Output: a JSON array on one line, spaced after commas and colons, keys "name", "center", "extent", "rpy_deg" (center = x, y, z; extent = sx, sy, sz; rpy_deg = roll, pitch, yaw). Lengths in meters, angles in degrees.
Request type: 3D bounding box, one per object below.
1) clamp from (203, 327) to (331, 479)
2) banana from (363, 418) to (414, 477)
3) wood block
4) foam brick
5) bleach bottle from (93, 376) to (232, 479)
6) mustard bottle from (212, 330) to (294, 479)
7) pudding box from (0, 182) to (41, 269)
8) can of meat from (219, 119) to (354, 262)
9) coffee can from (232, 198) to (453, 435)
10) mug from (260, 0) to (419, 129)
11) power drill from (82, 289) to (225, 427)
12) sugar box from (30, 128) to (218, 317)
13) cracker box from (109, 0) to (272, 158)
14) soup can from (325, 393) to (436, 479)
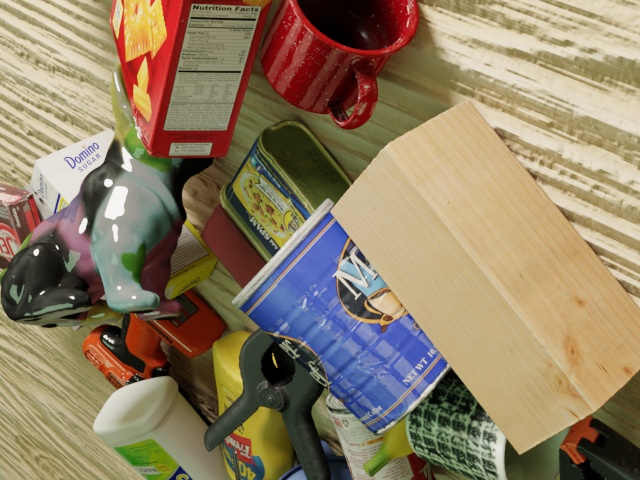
[{"name": "clamp", "center": [-0.046, 0.132, 0.924], "extent": [0.120, 0.039, 0.171], "rpy_deg": [7, 109, 13]}, {"name": "banana", "center": [0.056, 0.086, 0.835], "extent": [0.037, 0.069, 0.198], "rpy_deg": [-172, 73, -69]}, {"name": "wood block", "center": [0.115, 0.022, 0.706], "extent": [0.206, 0.090, 0.091], "rpy_deg": [52, 143, 9]}, {"name": "foam brick", "center": [-0.056, 0.001, 0.918], "extent": [0.078, 0.052, 0.051], "rpy_deg": [51, 142, 12]}, {"name": "bleach bottle", "center": [-0.120, 0.251, 1.113], "extent": [0.103, 0.068, 0.250], "rpy_deg": [-17, 122, 38]}, {"name": "mustard bottle", "center": [-0.064, 0.188, 1.048], "extent": [0.096, 0.058, 0.192], "rpy_deg": [35, 138, 40]}, {"name": "pudding box", "center": [-0.337, -0.014, 1.136], "extent": [0.114, 0.039, 0.090], "rpy_deg": [16, 126, 43]}, {"name": "can of meat", "center": [-0.023, -0.034, 0.855], "extent": [0.102, 0.057, 0.084], "rpy_deg": [51, 141, 12]}, {"name": "coffee can", "center": [0.022, 0.054, 0.764], "extent": [0.140, 0.102, 0.103], "rpy_deg": [43, 142, -1]}, {"name": "mug", "center": [0.012, -0.129, 0.717], "extent": [0.082, 0.093, 0.117], "rpy_deg": [-53, 50, 56]}, {"name": "power drill", "center": [-0.163, 0.127, 1.117], "extent": [0.184, 0.057, 0.188], "rpy_deg": [40, 138, 7]}, {"name": "sugar box", "center": [-0.189, -0.019, 1.025], "extent": [0.176, 0.093, 0.048], "rpy_deg": [48, 142, 16]}, {"name": "cracker box", "center": [-0.097, -0.189, 0.772], "extent": [0.214, 0.072, 0.164], "rpy_deg": [112, 146, -48]}, {"name": "soup can", "center": [0.051, 0.170, 0.897], "extent": [0.069, 0.068, 0.102], "rpy_deg": [-3, 111, 50]}]
